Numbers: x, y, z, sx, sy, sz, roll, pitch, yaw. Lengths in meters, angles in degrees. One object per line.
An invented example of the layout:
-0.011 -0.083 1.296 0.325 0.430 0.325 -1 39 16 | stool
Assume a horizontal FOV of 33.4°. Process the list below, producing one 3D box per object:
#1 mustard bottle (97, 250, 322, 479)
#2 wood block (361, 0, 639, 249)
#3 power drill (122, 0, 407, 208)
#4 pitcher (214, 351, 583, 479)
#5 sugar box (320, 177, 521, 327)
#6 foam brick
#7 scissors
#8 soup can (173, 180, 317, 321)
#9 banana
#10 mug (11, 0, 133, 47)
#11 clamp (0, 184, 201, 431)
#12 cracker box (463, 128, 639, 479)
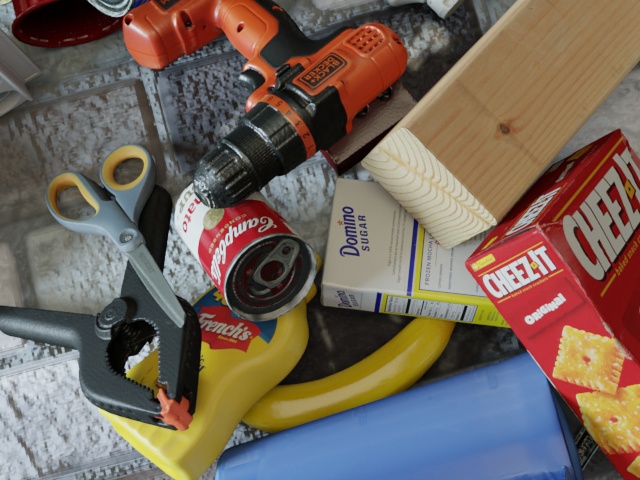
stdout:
-0.065 0.078 0.775 0.096 0.058 0.191 25 64 41 | mustard bottle
0.138 -0.103 0.756 0.091 0.090 0.206 45 70 -3 | wood block
-0.059 -0.120 0.770 0.184 0.057 0.188 -39 58 -19 | power drill
0.055 0.170 0.724 0.243 0.149 0.145 -16 59 7 | pitcher
0.092 0.011 0.789 0.176 0.048 0.093 6 63 6 | sugar box
0.029 -0.094 0.811 0.078 0.051 0.053 -37 83 -3 | foam brick
-0.128 -0.014 0.778 0.202 0.016 0.096 30 66 38 | scissors
-0.055 0.001 0.748 0.068 0.068 0.102 -39 42 -3 | soup can
0.014 0.102 0.794 0.198 0.037 0.069 -15 83 0 | banana
-0.188 -0.206 0.821 0.117 0.093 0.081 -10 79 -32 | mug
-0.149 0.065 0.760 0.164 0.036 0.210 -35 45 3 | clamp
0.212 0.051 0.711 0.072 0.164 0.213 -32 96 42 | cracker box
